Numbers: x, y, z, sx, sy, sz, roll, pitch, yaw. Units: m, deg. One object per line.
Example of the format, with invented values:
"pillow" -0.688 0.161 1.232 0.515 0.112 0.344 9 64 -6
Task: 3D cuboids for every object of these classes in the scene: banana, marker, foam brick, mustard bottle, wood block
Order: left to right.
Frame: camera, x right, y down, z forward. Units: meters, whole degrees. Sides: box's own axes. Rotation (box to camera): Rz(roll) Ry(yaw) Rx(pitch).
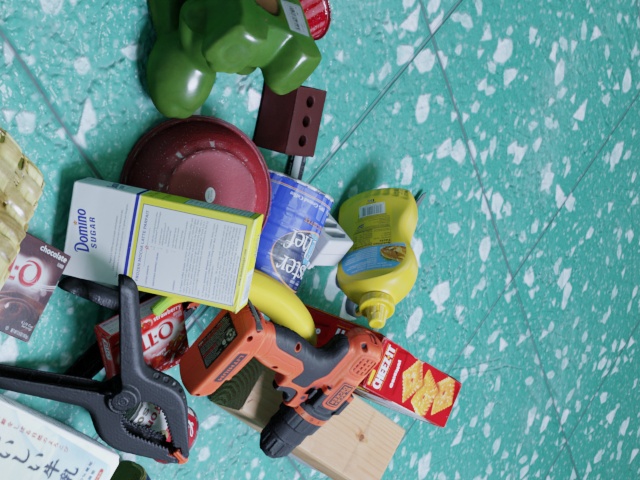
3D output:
"banana" -0.076 0.060 1.085 0.197 0.037 0.070 17 109 -32
"foam brick" -0.034 -0.136 1.184 0.052 0.051 0.078 0 104 -51
"marker" -0.022 -0.109 1.236 0.020 0.020 0.121 4 101 -51
"wood block" -0.014 0.205 1.254 0.206 0.090 0.090 38 73 -24
"mustard bottle" 0.068 0.024 1.270 0.058 0.096 0.191 64 21 -44

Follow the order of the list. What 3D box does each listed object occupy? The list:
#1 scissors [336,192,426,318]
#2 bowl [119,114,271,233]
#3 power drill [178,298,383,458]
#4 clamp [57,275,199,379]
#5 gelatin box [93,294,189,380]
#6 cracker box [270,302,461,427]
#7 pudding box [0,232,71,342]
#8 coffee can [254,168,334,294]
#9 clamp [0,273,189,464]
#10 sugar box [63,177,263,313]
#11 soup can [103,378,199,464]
"scissors" 0.078 0.005 1.408 0.096 0.016 0.201 38 74 -50
"bowl" -0.116 -0.045 1.063 0.161 0.055 0.162 -2 96 -23
"power drill" -0.051 0.143 1.098 0.187 0.057 0.185 25 113 -40
"clamp" -0.198 0.088 1.087 0.171 0.039 0.120 -3 115 -44
"gelatin box" -0.176 0.102 1.065 0.089 0.030 0.073 -28 127 -33
"cracker box" 0.055 0.152 1.319 0.213 0.164 0.072 36 75 -51
"pudding box" -0.289 0.029 0.949 0.113 0.039 0.090 37 76 -51
"coffee can" -0.058 0.001 1.169 0.102 0.103 0.140 29 81 -52
"clamp" -0.202 0.147 1.023 0.164 0.036 0.210 -28 119 3
"sugar box" -0.149 0.003 1.005 0.048 0.176 0.093 -39 142 -77
"soup can" -0.183 0.186 1.120 0.068 0.069 0.102 -60 140 -14
